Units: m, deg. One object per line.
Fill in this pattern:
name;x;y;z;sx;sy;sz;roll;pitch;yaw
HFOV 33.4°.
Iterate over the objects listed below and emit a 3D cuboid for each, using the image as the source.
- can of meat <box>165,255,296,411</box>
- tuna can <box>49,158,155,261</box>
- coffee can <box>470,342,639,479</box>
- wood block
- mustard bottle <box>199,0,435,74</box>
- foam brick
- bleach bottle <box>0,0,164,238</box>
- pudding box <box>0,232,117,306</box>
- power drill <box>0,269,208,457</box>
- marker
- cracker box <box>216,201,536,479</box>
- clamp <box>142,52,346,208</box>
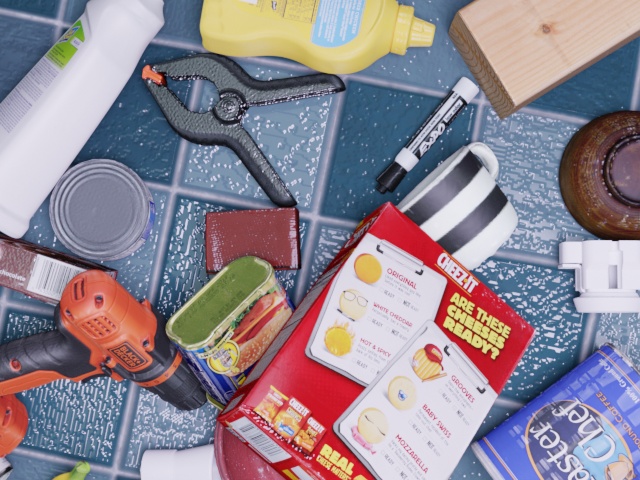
can of meat;-0.063;0.074;0.853;0.102;0.058;0.084;-44;130;-20
tuna can;-0.186;-0.025;0.914;0.086;0.034;0.086;0;85;1
coffee can;0.206;0.164;0.853;0.140;0.103;0.103;-38;86;1
wood block;0.218;-0.195;0.873;0.206;0.090;0.091;-31;88;1
mustard bottle;0.001;-0.190;0.898;0.191;0.058;0.096;11;70;3
foam brick;-0.056;0.001;0.899;0.078;0.053;0.051;-4;88;2
bleach bottle;-0.207;-0.127;0.891;0.251;0.103;0.068;-51;129;-1
pudding box;-0.235;0.024;0.889;0.113;0.090;0.039;20;91;3
power drill;-0.201;0.111;0.865;0.188;0.184;0.057;-25;46;11
marker;0.090;-0.088;0.911;0.020;0.020;0.121;40;90;4
cracker box;0.046;0.105;0.827;0.164;0.072;0.213;41;61;-8
clamp;-0.074;-0.101;0.912;0.171;0.039;0.120;14;84;7
